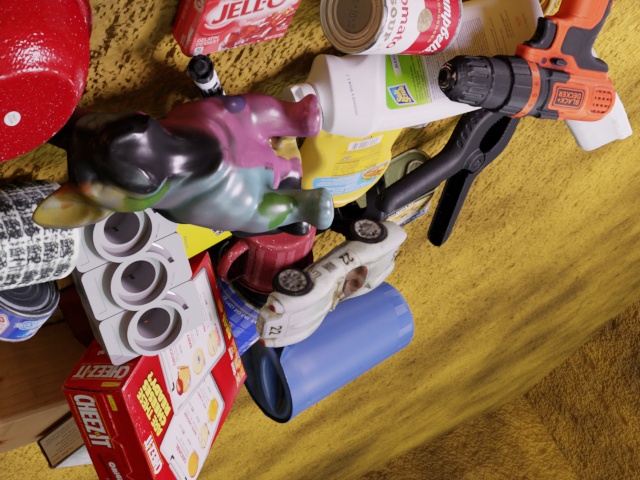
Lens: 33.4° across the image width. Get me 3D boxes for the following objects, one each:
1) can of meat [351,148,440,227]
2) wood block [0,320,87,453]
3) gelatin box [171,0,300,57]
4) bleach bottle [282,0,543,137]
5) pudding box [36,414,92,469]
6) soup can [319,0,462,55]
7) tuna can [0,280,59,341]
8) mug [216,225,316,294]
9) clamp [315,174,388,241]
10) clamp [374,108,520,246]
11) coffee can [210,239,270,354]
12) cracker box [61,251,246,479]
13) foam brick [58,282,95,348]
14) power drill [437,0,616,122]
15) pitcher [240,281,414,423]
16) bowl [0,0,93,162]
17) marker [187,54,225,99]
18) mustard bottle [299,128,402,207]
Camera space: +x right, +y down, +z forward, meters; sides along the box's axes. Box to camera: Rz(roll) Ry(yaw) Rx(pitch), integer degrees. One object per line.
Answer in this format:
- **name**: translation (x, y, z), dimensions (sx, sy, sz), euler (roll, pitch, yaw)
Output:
- **can of meat**: translation (0.083, -0.049, 1.230), dimensions (0.102, 0.057, 0.084), euler (-28, 162, -12)
- **wood block**: translation (-0.295, 0.150, 1.085), dimensions (0.205, 0.090, 0.091), euler (-14, 155, -43)
- **gelatin box**: translation (-0.055, -0.170, 0.757), dimensions (0.089, 0.030, 0.073), euler (-19, 157, -33)
- **bleach bottle**: translation (0.082, -0.154, 0.935), dimensions (0.250, 0.102, 0.068), euler (-16, -179, -23)
- **pudding box**: translation (-0.220, 0.189, 1.099), dimensions (0.114, 0.039, 0.090), euler (-39, 160, 15)
- **soup can**: translation (0.056, -0.181, 0.844), dimensions (0.102, 0.068, 0.069), euler (-11, 151, -48)
- **tuna can**: translation (-0.258, 0.039, 0.875), dimensions (0.034, 0.086, 0.086), euler (-44, 158, 26)
- **mug**: translation (-0.057, 0.001, 1.085), dimensions (0.117, 0.093, 0.081), euler (-31, 157, -24)
- **clamp**: translation (0.016, -0.023, 1.170), dimensions (0.039, 0.120, 0.172), euler (-70, 177, -55)
- **clamp**: translation (0.149, -0.090, 1.143), dimensions (0.210, 0.036, 0.164), euler (-55, 150, 13)
- **coffee can**: translation (-0.112, 0.080, 1.175), dimensions (0.140, 0.103, 0.102), euler (-43, 158, 29)
- **cracker box**: translation (-0.152, 0.135, 1.026), dimensions (0.072, 0.164, 0.213), euler (-1, -148, 20)
- **foam brick**: translation (-0.223, 0.073, 1.064), dimensions (0.051, 0.053, 0.078), euler (-30, 160, -7)
- **power drill**: translation (0.192, -0.193, 0.895), dimensions (0.184, 0.057, 0.188), euler (2, 112, -33)
- **pitcher**: translation (0.009, 0.154, 1.511), dimensions (0.242, 0.145, 0.149), euler (-24, -169, -31)
- **bowl**: translation (-0.207, -0.096, 0.670), dimensions (0.162, 0.055, 0.162), euler (-29, 161, -11)
- **marker**: translation (-0.085, -0.119, 0.803), dimensions (0.020, 0.020, 0.121), euler (-31, 178, -2)
- **mustard bottle**: translation (0.024, -0.085, 1.044), dimensions (0.096, 0.058, 0.192), euler (-16, 157, -16)
